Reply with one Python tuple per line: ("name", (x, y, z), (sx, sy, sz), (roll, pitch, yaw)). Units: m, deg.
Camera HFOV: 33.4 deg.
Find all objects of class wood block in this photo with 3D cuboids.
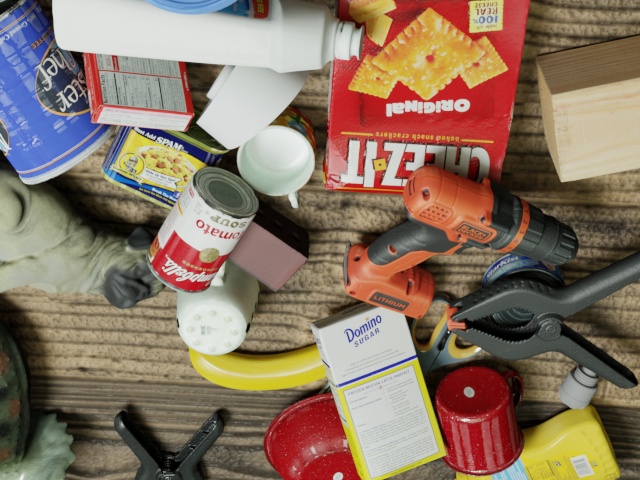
("wood block", (0.304, -0.127, 0.945), (0.206, 0.091, 0.090), (-11, 121, 7))

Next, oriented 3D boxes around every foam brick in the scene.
("foam brick", (-0.057, 0.001, 1.052), (0.078, 0.053, 0.051), (34, 116, -19))

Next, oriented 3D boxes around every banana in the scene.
("banana", (-0.053, 0.129, 1.136), (0.198, 0.037, 0.070), (2, 122, 0))

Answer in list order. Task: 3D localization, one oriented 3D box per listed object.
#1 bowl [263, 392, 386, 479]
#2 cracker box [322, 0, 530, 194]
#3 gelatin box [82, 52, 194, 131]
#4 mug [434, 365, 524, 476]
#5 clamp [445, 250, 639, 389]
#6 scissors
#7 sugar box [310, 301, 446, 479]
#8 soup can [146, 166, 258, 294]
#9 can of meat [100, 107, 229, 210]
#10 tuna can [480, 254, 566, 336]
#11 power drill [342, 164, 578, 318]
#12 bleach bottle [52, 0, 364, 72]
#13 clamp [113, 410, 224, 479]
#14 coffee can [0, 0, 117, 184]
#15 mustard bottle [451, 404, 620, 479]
("bowl", (0.019, 0.241, 1.175), (0.162, 0.055, 0.162), (-3, 129, -4))
("cracker box", (0.090, -0.145, 0.951), (0.164, 0.072, 0.214), (4, 121, -1))
("gelatin box", (-0.161, -0.136, 0.943), (0.089, 0.073, 0.030), (2, 150, -27))
("mug", (0.174, 0.182, 1.133), (0.117, 0.093, 0.081), (-33, 129, -24))
("clamp", (0.232, 0.070, 1.054), (0.210, 0.036, 0.165), (7, 121, -3))
("scissors", (0.122, 0.143, 1.153), (0.096, 0.016, 0.202), (7, 123, -6))
("sugar box", (0.060, 0.153, 1.103), (0.093, 0.048, 0.176), (-19, 98, -11))
("soup can", (-0.109, -0.009, 0.985), (0.068, 0.068, 0.102), (27, 122, -14))
("can of meat", (-0.145, -0.083, 1.002), (0.102, 0.057, 0.084), (25, 120, -12))
("tuna can", (0.208, 0.055, 1.088), (0.086, 0.033, 0.086), (1, 121, 1))
("power drill", (0.122, 0.009, 1.008), (0.184, 0.057, 0.188), (22, 142, -23))
("bleach bottle", (-0.088, -0.185, 0.892), (0.251, 0.102, 0.068), (9, 124, 7))
("clamp", (-0.181, 0.255, 1.213), (0.120, 0.039, 0.172), (13, 120, -5))
("coffee can", (-0.261, -0.136, 0.946), (0.103, 0.103, 0.140), (-24, 117, 14))
("mustard bottle", (0.229, 0.252, 1.190), (0.192, 0.058, 0.096), (-22, 122, 13))
